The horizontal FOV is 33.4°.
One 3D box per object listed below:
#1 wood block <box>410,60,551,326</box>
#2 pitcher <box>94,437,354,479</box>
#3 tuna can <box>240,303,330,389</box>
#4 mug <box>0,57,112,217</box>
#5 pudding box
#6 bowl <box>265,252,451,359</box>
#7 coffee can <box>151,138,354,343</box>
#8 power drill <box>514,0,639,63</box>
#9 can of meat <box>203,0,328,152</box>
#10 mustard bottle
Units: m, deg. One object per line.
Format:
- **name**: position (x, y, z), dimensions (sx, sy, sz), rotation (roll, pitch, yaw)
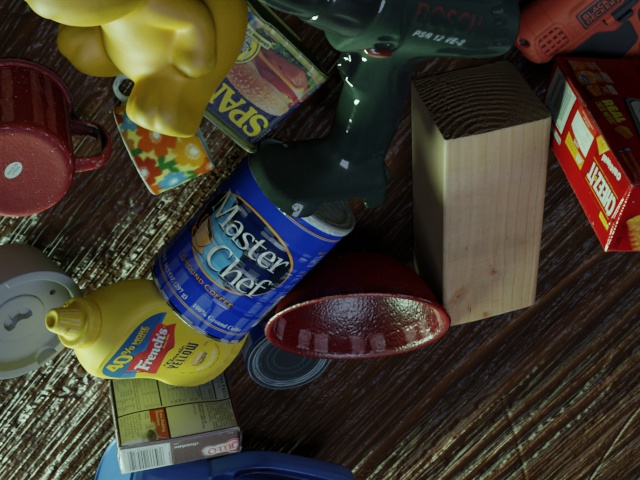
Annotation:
- **wood block**: position (0.133, -0.036, 0.913), dimensions (0.090, 0.091, 0.206), rotation (-13, 132, -8)
- **pitcher**: position (-0.093, 0.259, 1.066), dimensions (0.242, 0.145, 0.149), rotation (21, 88, -28)
- **tuna can**: position (-0.032, 0.101, 1.013), dimensions (0.086, 0.034, 0.086), rotation (-9, 131, -11)
- **mug**: position (-0.210, -0.070, 0.775), dimensions (0.117, 0.081, 0.093), rotation (4, 127, -22)
- **pudding box**: position (-0.136, 0.162, 0.992), dimensions (0.113, 0.090, 0.039), rotation (-7, 129, -12)
- **bowl**: position (0.031, 0.053, 0.930), dimensions (0.162, 0.055, 0.162), rotation (-3, 155, -1)
- **coffee can**: position (-0.056, 0.001, 0.873), dimensions (0.102, 0.103, 0.140), rotation (29, 115, -35)
- **power drill**: position (0.269, -0.175, 0.866), dimensions (0.185, 0.057, 0.187), rotation (-37, 128, 18)
- **can of meat**: position (-0.056, -0.128, 0.796), dimensions (0.084, 0.057, 0.102), rotation (-40, 129, 14)
- **mustard bottle**: position (-0.150, 0.076, 0.899), dimensions (0.096, 0.058, 0.191), rotation (-47, 146, 20)
